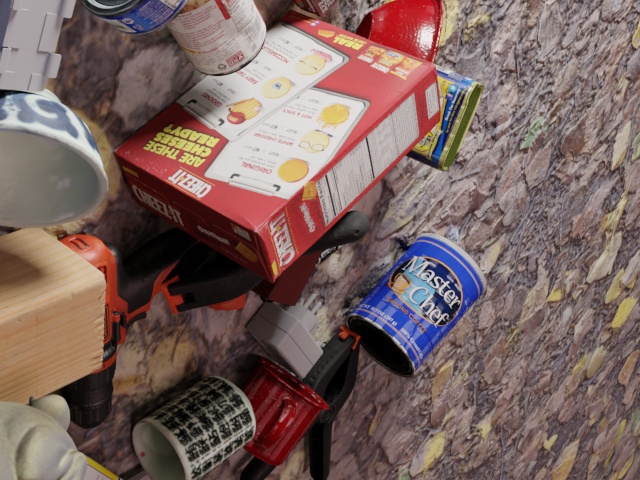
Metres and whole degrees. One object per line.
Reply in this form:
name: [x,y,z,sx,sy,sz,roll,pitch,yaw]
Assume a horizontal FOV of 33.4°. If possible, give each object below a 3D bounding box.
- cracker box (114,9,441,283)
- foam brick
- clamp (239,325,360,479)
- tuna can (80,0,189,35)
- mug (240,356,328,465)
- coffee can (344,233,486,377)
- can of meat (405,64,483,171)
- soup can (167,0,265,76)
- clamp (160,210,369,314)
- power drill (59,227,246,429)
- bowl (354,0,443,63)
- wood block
cracker box: [-0.030,-0.084,0.865,0.213,0.164,0.072,-44,143,-24]
foam brick: [-0.039,0.017,1.039,0.051,0.053,0.078,20,99,-58]
clamp: [-0.012,0.200,1.238,0.164,0.036,0.210,2,111,-56]
tuna can: [-0.125,-0.185,0.725,0.033,0.086,0.086,24,95,-56]
mug: [-0.050,0.183,1.109,0.081,0.093,0.117,-54,-167,0]
coffee can: [0.112,0.075,1.249,0.140,0.103,0.103,-46,146,-20]
can of meat: [0.108,-0.130,1.085,0.057,0.084,0.102,-17,129,-68]
soup can: [-0.088,-0.179,0.798,0.068,0.069,0.102,-52,148,-13]
clamp: [-0.056,0.001,0.878,0.171,0.120,0.039,-24,114,-11]
power drill: [-0.146,0.057,0.916,0.187,0.057,0.184,-28,136,-41]
bowl: [0.055,-0.158,0.982,0.162,0.055,0.162,-163,-90,-79]
wood block: [-0.260,0.074,0.743,0.205,0.090,0.091,-25,135,-43]
